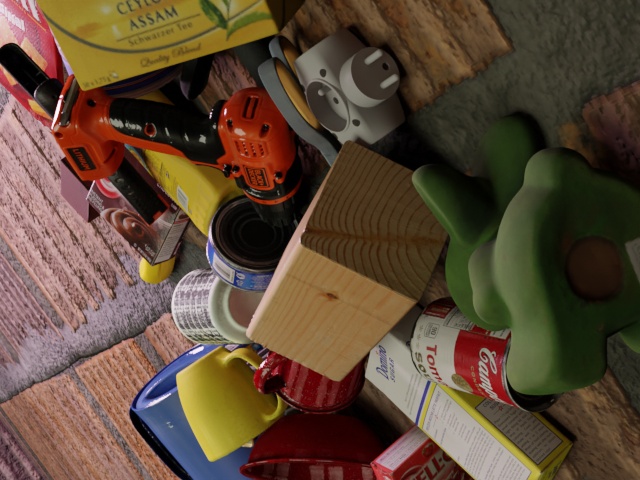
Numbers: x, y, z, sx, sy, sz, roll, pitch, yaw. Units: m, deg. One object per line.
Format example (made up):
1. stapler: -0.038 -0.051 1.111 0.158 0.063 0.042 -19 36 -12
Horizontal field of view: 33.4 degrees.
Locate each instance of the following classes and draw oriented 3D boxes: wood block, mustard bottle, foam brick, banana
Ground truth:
1. wood block: 0.017 0.024 0.795 0.091 0.090 0.206 26 154 -3
2. mustard bottle: -0.147 -0.093 0.994 0.192 0.058 0.096 45 160 14
3. foam brick: -0.258 -0.067 1.205 0.053 0.051 0.078 46 152 11
4. banana: -0.184 0.000 1.191 0.198 0.037 0.070 99 153 -52

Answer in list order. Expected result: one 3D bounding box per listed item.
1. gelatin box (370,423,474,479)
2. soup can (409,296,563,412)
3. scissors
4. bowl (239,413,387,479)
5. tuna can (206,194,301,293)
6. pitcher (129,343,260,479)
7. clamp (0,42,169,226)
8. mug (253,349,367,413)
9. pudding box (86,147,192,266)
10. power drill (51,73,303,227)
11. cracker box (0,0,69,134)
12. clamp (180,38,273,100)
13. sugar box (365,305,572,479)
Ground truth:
1. gelatin box: 0.093 0.198 0.926 0.030 0.089 0.073 15 134 51
2. soup can: 0.121 0.080 0.769 0.102 0.068 0.068 9 129 55
3. scissors: 0.009 -0.076 0.804 0.201 0.016 0.096 48 -156 -44
4. bowl: 0.001 0.210 1.068 0.162 0.162 0.055 132 144 -62
5. tuna can: -0.056 0.001 0.934 0.086 0.086 0.034 43 150 19
6. pitcher: -0.108 0.246 1.251 0.243 0.145 0.149 56 168 -12
7. clamp: -0.216 -0.096 0.989 0.165 0.036 0.209 41 171 48
8. mug: -0.008 0.098 0.946 0.093 0.117 0.082 53 151 28
9. pudding box: -0.180 -0.044 1.090 0.113 0.039 0.090 42 124 17
10. power drill: -0.107 -0.071 0.858 0.188 0.057 0.184 8 156 9
11. cracker box: -0.283 -0.222 1.041 0.164 0.072 0.214 42 150 19
12. clamp: -0.069 -0.168 0.810 0.120 0.039 0.171 17 137 25
13. sugar box: 0.115 0.135 0.869 0.176 0.048 0.093 45 152 24
